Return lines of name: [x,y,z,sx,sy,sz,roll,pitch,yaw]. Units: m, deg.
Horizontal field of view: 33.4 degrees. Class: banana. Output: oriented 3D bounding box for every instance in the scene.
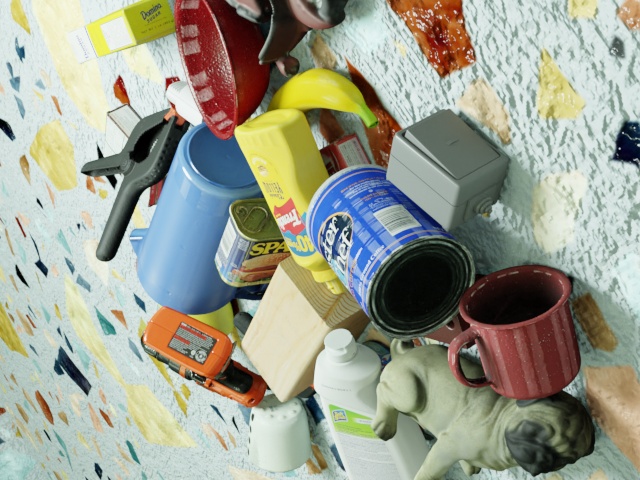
banana: [-0.014,-0.130,1.047,0.198,0.037,0.069,-4,99,61]

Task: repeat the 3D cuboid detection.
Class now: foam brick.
foam brick: [0.122,0.061,0.992,0.078,0.051,0.053,10,124,54]

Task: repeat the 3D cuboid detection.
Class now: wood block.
wood block: [-0.010,0.087,1.182,0.090,0.090,0.206,51,149,15]

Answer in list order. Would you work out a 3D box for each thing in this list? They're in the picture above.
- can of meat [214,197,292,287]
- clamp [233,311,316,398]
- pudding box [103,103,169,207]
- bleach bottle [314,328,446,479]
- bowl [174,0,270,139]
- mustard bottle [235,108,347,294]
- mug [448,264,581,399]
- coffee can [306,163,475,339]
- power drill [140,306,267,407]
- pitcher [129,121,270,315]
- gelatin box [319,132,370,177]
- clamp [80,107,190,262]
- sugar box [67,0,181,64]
can of meat: [-0.058,0.001,1.154,0.057,0.101,0.084,64,146,33]
clamp: [-0.044,0.164,1.358,0.172,0.039,0.120,27,148,49]
pudding box: [-0.244,-0.113,1.428,0.113,0.039,0.090,46,145,20]
bleach bottle: [0.059,0.192,1.123,0.103,0.068,0.251,2,132,26]
bowl: [-0.095,-0.187,1.093,0.162,0.055,0.162,53,153,41]
mustard bottle: [-0.015,-0.033,1.051,0.096,0.058,0.191,6,124,57]
mug: [0.161,0.084,0.891,0.093,0.117,0.081,39,152,60]
coffee can: [0.059,0.007,0.953,0.140,0.102,0.103,-128,25,-52]
power drill: [-0.161,0.139,1.334,0.184,0.057,0.187,23,166,13]
pitcher: [-0.122,-0.022,1.244,0.145,0.149,0.243,65,151,25]
gelatin box: [0.026,-0.055,1.063,0.073,0.030,0.089,-21,97,60]
clamp: [-0.231,-0.082,1.333,0.210,0.036,0.164,-38,51,33]
sugar box: [-0.212,-0.243,1.208,0.177,0.093,0.048,5,119,56]
